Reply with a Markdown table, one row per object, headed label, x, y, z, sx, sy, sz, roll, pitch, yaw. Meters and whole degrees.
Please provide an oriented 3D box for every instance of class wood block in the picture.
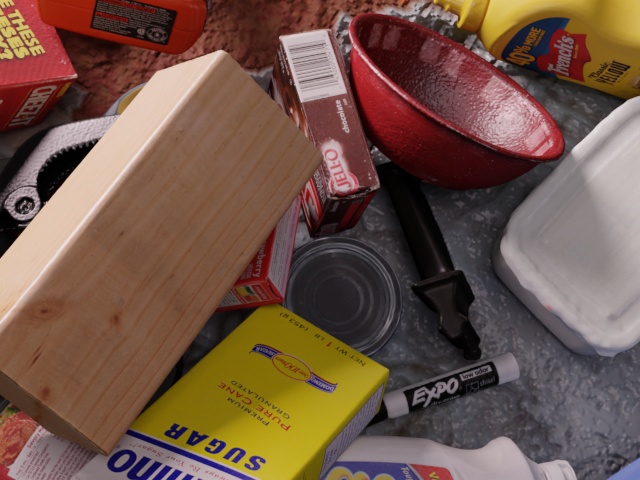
| label | x | y | z | sx | sy | sz | roll | pitch | yaw |
| --- | --- | --- | --- | --- | --- | --- | --- | --- | --- |
| wood block | -0.102 | 0.003 | 0.591 | 0.090 | 0.091 | 0.206 | 45 | 67 | -25 |

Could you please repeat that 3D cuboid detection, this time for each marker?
| label | x | y | z | sx | sy | sz | roll | pitch | yaw |
| --- | --- | --- | --- | --- | --- | --- | --- | --- | --- |
| marker | 0.071 | 0.099 | 0.695 | 0.121 | 0.020 | 0.020 | -16 | 78 | -11 |

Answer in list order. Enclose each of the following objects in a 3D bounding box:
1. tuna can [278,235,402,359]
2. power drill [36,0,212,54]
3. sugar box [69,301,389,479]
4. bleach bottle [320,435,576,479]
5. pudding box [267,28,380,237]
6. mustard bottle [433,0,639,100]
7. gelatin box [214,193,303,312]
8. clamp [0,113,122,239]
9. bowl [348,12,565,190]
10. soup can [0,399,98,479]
| label | x | y | z | sx | sy | sz | roll | pitch | yaw |
| --- | --- | --- | --- | --- | --- | --- | --- | --- | --- |
| tuna can | 0.010 | 0.041 | 0.695 | 0.086 | 0.034 | 0.086 | 2 | 75 | -7 |
| power drill | -0.134 | -0.221 | 0.706 | 0.184 | 0.057 | 0.187 | 11 | 60 | -12 |
| sugar box | -0.046 | 0.112 | 0.595 | 0.093 | 0.048 | 0.176 | 28 | 41 | 19 |
| bleach bottle | 0.034 | 0.159 | 0.654 | 0.250 | 0.068 | 0.102 | -6 | 78 | -11 |
| pudding box | 0.000 | -0.067 | 0.693 | 0.039 | 0.090 | 0.113 | -12 | 77 | -12 |
| mustard bottle | 0.171 | -0.145 | 0.731 | 0.191 | 0.096 | 0.058 | 16 | 75 | -3 |
| gelatin box | -0.054 | 0.001 | 0.669 | 0.073 | 0.030 | 0.089 | -9 | 50 | 23 |
| clamp | -0.186 | -0.016 | 0.655 | 0.165 | 0.036 | 0.209 | 40 | 74 | 19 |
| bowl | 0.077 | -0.082 | 0.699 | 0.162 | 0.162 | 0.055 | 32 | 118 | 1 |
| soup can | -0.153 | 0.143 | 0.630 | 0.102 | 0.068 | 0.068 | 30 | 74 | 1 |
